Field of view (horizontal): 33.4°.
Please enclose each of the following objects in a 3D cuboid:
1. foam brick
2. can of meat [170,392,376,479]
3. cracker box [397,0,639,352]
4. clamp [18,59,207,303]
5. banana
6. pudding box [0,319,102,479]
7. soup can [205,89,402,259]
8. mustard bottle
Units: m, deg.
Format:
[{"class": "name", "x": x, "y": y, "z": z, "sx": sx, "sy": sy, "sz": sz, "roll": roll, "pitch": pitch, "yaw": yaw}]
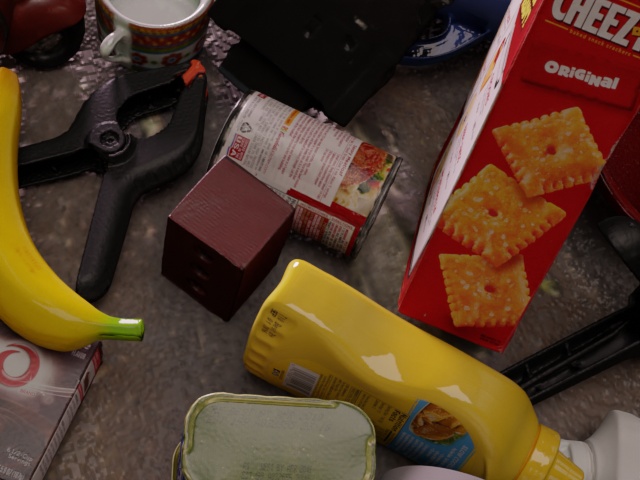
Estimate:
[{"class": "foam brick", "x": -0.054, "y": 0.001, "z": 0.612, "sx": 0.053, "sy": 0.078, "sz": 0.051, "roll": 36, "pitch": 63, "yaw": 8}, {"class": "can of meat", "x": -0.026, "y": 0.118, "z": 0.557, "sx": 0.102, "sy": 0.084, "sz": 0.057, "roll": 4, "pitch": 64, "yaw": -8}, {"class": "cracker box", "x": 0.119, "y": -0.072, "z": 0.574, "sx": 0.072, "sy": 0.214, "sz": 0.164, "roll": 23, "pitch": 35, "yaw": 0}, {"class": "clamp", "x": -0.123, "y": -0.042, "z": 0.643, "sx": 0.171, "sy": 0.039, "sz": 0.120, "roll": -38, "pitch": 76, "yaw": -19}, {"class": "banana", "x": -0.167, "y": -0.011, "z": 0.587, "sx": 0.069, "sy": 0.037, "sz": 0.198, "roll": -20, "pitch": 65, "yaw": -24}, {"class": "pudding box", "x": -0.187, "y": 0.077, "z": 0.574, "sx": 0.113, "sy": 0.039, "sz": 0.090, "roll": 22, "pitch": 62, "yaw": 1}, {"class": "soup can", "x": -0.010, "y": -0.040, "z": 0.645, "sx": 0.102, "sy": 0.068, "sz": 0.068, "roll": 25, "pitch": 63, "yaw": 4}, {"class": "mustard bottle", "x": 0.053, "y": 0.086, "z": 0.578, "sx": 0.191, "sy": 0.096, "sz": 0.058, "roll": 29, "pitch": 59, "yaw": 6}]
